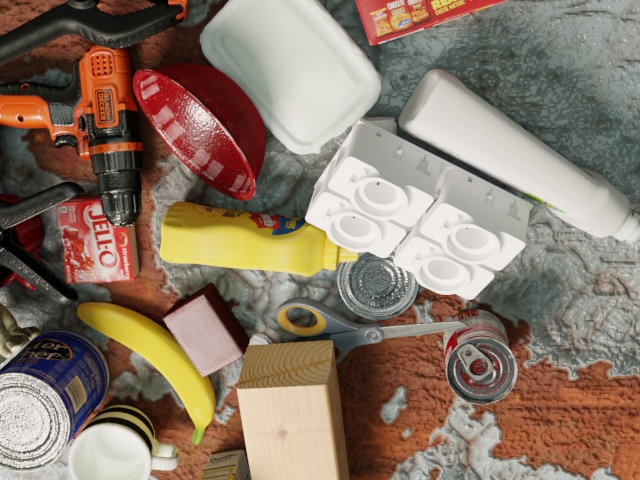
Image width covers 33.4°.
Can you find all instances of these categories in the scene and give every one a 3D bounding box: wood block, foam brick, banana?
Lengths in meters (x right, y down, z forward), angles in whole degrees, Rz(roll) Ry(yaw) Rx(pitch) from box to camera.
[{"bbox_3d":[-0.022,0.215,1.087,0.091,0.090,0.206,-4,113,6],"label":"wood block"},{"bbox_3d":[-0.117,0.093,1.106,0.051,0.053,0.078,-32,97,11],"label":"foam brick"},{"bbox_3d":[-0.171,0.128,1.126,0.070,0.037,0.198,-39,97,11],"label":"banana"}]

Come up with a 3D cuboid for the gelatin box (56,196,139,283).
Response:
[{"bbox_3d":[-0.230,-0.002,1.106,0.073,0.030,0.089,-3,102,5],"label":"gelatin box"}]

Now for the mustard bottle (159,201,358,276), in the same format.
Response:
[{"bbox_3d":[-0.057,0.001,1.057,0.191,0.096,0.058,7,102,4],"label":"mustard bottle"}]

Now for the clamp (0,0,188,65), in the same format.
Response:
[{"bbox_3d":[-0.235,-0.243,1.036,0.210,0.036,0.164,-3,73,-6],"label":"clamp"}]

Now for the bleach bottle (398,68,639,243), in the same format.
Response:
[{"bbox_3d":[0.200,-0.073,1.028,0.250,0.102,0.068,30,97,-9],"label":"bleach bottle"}]

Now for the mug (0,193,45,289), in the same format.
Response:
[{"bbox_3d":[-0.324,0.005,1.089,0.117,0.081,0.093,39,103,-4],"label":"mug"}]

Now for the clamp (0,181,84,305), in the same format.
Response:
[{"bbox_3d":[-0.305,0.004,1.025,0.171,0.039,0.120,0,98,11],"label":"clamp"}]

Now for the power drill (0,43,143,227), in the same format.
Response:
[{"bbox_3d":[-0.271,-0.098,1.065,0.187,0.057,0.184,-5,89,4],"label":"power drill"}]

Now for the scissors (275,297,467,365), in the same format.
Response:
[{"bbox_3d":[0.038,0.080,1.073,0.202,0.016,0.096,-24,110,29],"label":"scissors"}]

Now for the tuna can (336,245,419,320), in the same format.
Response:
[{"bbox_3d":[0.059,0.037,1.087,0.086,0.033,0.086,1,102,5],"label":"tuna can"}]

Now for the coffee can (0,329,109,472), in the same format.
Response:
[{"bbox_3d":[-0.284,0.160,1.090,0.103,0.140,0.103,1,103,5],"label":"coffee can"}]

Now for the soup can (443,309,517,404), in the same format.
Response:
[{"bbox_3d":[0.157,0.113,1.060,0.068,0.102,0.068,1,102,4],"label":"soup can"}]

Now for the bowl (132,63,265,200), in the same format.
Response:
[{"bbox_3d":[-0.105,-0.116,1.026,0.162,0.162,0.055,47,70,-6],"label":"bowl"}]

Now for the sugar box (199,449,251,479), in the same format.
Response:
[{"bbox_3d":[-0.100,0.291,1.084,0.048,0.176,0.093,-11,101,5],"label":"sugar box"}]
